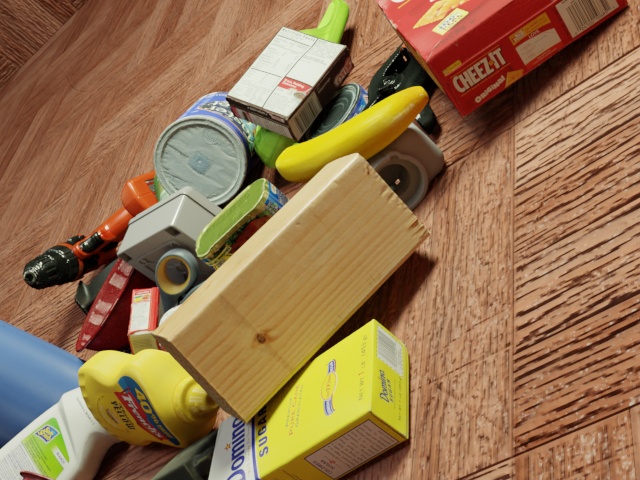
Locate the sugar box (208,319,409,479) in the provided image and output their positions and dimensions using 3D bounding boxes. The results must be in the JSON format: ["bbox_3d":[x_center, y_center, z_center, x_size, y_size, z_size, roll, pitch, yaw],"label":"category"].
[{"bbox_3d":[-0.012,0.141,0.794,0.176,0.048,0.093,-35,28,28],"label":"sugar box"}]

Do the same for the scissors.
[{"bbox_3d":[-0.168,0.073,1.110,0.202,0.096,0.016,-28,14,35],"label":"scissors"}]

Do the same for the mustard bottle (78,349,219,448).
[{"bbox_3d":[-0.144,0.142,0.956,0.058,0.096,0.192,-40,17,-33],"label":"mustard bottle"}]

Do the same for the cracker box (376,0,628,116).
[{"bbox_3d":[0.150,-0.214,0.953,0.164,0.072,0.214,-34,27,8],"label":"cracker box"}]

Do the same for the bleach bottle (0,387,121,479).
[{"bbox_3d":[-0.274,0.235,1.072,0.251,0.103,0.068,-42,-18,4],"label":"bleach bottle"}]

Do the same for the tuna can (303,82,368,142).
[{"bbox_3d":[0.022,-0.123,1.118,0.086,0.033,0.086,-39,27,24],"label":"tuna can"}]

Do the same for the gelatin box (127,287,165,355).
[{"bbox_3d":[-0.169,0.104,1.068,0.030,0.089,0.073,-7,34,0],"label":"gelatin box"}]

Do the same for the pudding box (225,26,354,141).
[{"bbox_3d":[-0.032,-0.168,1.131,0.090,0.039,0.113,24,65,31],"label":"pudding box"}]

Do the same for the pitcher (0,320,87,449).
[{"bbox_3d":[-0.370,0.142,1.166,0.149,0.242,0.145,-35,29,45],"label":"pitcher"}]

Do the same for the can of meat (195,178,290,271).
[{"bbox_3d":[-0.057,0.001,1.018,0.102,0.083,0.057,-42,26,18],"label":"can of meat"}]

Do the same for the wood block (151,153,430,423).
[{"bbox_3d":[-0.025,0.035,0.847,0.206,0.091,0.090,-44,10,-13],"label":"wood block"}]

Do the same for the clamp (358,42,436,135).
[{"bbox_3d":[0.081,-0.142,1.040,0.120,0.039,0.171,-8,45,40],"label":"clamp"}]

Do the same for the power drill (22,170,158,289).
[{"bbox_3d":[-0.280,-0.011,1.375,0.188,0.057,0.184,-35,1,23],"label":"power drill"}]

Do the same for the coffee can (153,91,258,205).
[{"bbox_3d":[-0.123,-0.106,1.215,0.103,0.103,0.140,-42,9,18],"label":"coffee can"}]

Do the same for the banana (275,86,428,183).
[{"bbox_3d":[0.014,-0.087,0.943,0.198,0.037,0.069,-15,43,52],"label":"banana"}]

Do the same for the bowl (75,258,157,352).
[{"bbox_3d":[-0.214,0.066,1.209,0.162,0.055,0.162,-53,17,24],"label":"bowl"}]
